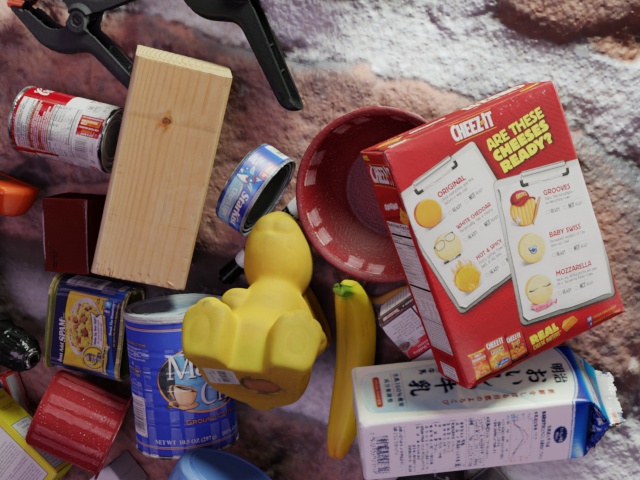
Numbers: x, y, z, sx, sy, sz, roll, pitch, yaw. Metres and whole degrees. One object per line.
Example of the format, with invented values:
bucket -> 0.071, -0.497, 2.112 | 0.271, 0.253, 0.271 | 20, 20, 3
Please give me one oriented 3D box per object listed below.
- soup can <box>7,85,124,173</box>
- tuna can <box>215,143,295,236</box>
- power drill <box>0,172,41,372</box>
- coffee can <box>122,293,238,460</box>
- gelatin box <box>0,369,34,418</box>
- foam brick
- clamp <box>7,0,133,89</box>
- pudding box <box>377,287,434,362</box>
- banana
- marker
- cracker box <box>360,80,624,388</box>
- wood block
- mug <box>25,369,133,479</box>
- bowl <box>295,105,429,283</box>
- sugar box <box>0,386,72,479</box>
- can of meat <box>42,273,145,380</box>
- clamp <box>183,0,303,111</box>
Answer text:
soup can -> -0.247, -0.109, 1.057 | 0.102, 0.068, 0.068 | 14, 103, 13
tuna can -> -0.061, -0.048, 1.005 | 0.034, 0.086, 0.086 | 35, 107, 9
power drill -> -0.344, 0.027, 1.097 | 0.185, 0.057, 0.188 | 21, 103, 29
coffee can -> -0.136, 0.131, 1.049 | 0.103, 0.102, 0.140 | -1, 100, 16
gelatin box -> -0.351, 0.192, 1.161 | 0.073, 0.030, 0.089 | -20, 94, 20
foam brick -> -0.246, -0.008, 1.084 | 0.053, 0.051, 0.078 | 4, 101, 16
clamp -> -0.223, -0.225, 1.044 | 0.171, 0.039, 0.120 | 25, 105, 8
pudding box -> 0.121, 0.084, 0.985 | 0.090, 0.039, 0.113 | -37, 109, 18
banana -> 0.026, 0.113, 1.017 | 0.037, 0.069, 0.198 | 17, 122, 32
marker -> -0.057, 0.001, 1.047 | 0.121, 0.020, 0.020 | -43, 86, 19
cracker box -> 0.147, -0.007, 0.908 | 0.164, 0.072, 0.213 | -24, 102, -15
wood block -> -0.151, -0.069, 1.011 | 0.090, 0.090, 0.206 | 12, 104, -11
mug -> -0.243, 0.180, 1.083 | 0.081, 0.117, 0.093 | 25, 93, -5
bowl -> 0.061, -0.044, 0.985 | 0.162, 0.055, 0.162 | 3, 101, 16
sugar box -> -0.352, 0.206, 1.124 | 0.176, 0.048, 0.093 | 44, 110, 8
can of meat -> -0.231, 0.088, 1.094 | 0.084, 0.057, 0.102 | 11, 103, 12
clamp -> -0.068, -0.228, 1.000 | 0.210, 0.036, 0.165 | 25, 105, 13
